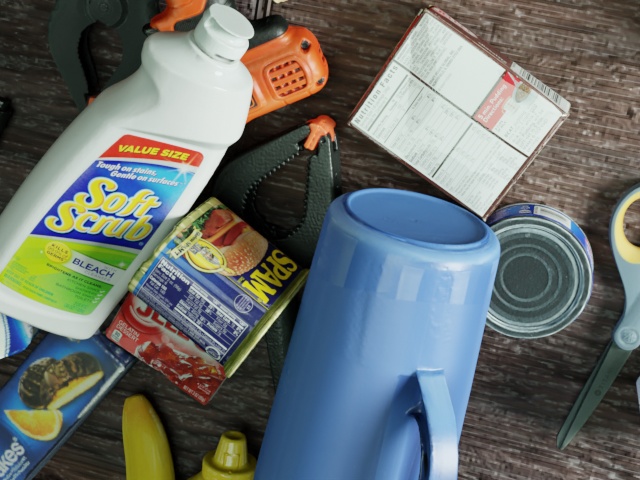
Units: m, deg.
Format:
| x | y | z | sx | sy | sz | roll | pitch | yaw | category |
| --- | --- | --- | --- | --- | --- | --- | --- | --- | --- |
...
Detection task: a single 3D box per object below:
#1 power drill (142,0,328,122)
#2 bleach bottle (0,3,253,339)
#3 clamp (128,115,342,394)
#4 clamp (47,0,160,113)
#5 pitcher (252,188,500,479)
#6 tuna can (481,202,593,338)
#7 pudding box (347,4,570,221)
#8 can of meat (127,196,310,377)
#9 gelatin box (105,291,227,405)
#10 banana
| x | y | z | sx | sy | sz | roll | pitch | yaw | category |
| --- | --- | --- | --- | --- | --- | --- | --- | --- | --- |
| -0.109 | -0.142 | 0.668 | 0.184 | 0.057 | 0.187 | -21 | 121 | 7 | power drill |
| -0.125 | -0.045 | 0.658 | 0.102 | 0.068 | 0.251 | 26 | 125 | -21 | bleach bottle |
| -0.055 | 0.001 | 0.739 | 0.164 | 0.036 | 0.210 | 25 | 114 | 5 | clamp |
| -0.129 | -0.162 | 0.709 | 0.120 | 0.039 | 0.171 | 9 | 115 | 10 | clamp |
| 0.038 | 0.100 | 0.674 | 0.149 | 0.144 | 0.243 | 20 | 113 | 20 | pitcher |
| 0.135 | 0.020 | 0.700 | 0.086 | 0.033 | 0.086 | 4 | 107 | 12 | tuna can |
| 0.087 | -0.081 | 0.680 | 0.113 | 0.039 | 0.090 | 37 | 111 | 3 | pudding box |
| -0.062 | 0.026 | 0.674 | 0.084 | 0.102 | 0.057 | 39 | 115 | 1 | can of meat |
| -0.094 | 0.060 | 0.737 | 0.089 | 0.030 | 0.073 | 35 | 118 | 1 | gelatin box |
| -0.146 | 0.213 | 0.823 | 0.069 | 0.037 | 0.198 | 23 | 110 | 4 | banana |
